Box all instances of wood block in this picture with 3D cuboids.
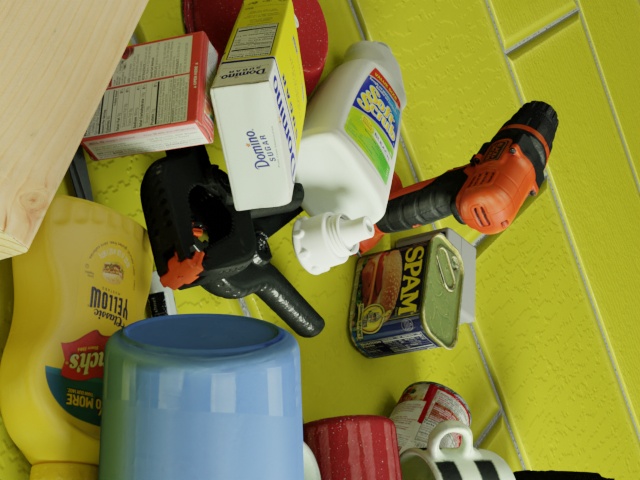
[{"bbox_3d":[-0.185,-0.096,0.615,0.090,0.090,0.206,42,52,-35],"label":"wood block"}]

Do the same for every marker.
[{"bbox_3d":[-0.104,0.080,0.745,0.020,0.020,0.121,-5,82,-55],"label":"marker"}]

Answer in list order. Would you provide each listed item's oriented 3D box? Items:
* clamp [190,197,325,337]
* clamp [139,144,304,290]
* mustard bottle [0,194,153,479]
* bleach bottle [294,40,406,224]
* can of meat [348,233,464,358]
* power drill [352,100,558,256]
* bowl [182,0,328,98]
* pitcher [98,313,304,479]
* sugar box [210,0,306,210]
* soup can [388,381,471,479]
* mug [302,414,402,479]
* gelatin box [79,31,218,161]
[{"bbox_3d":[-0.055,0.001,0.828,0.171,0.039,0.120,30,43,-50],"label":"clamp"},{"bbox_3d":[-0.085,-0.042,0.746,0.164,0.036,0.210,46,26,-15],"label":"clamp"},{"bbox_3d":[-0.149,0.075,0.649,0.096,0.058,0.191,30,55,-52],"label":"mustard bottle"},{"bbox_3d":[0.030,-0.115,0.953,0.102,0.068,0.250,52,31,-25],"label":"bleach bottle"},{"bbox_3d":[0.076,0.052,0.953,0.057,0.084,0.102,41,47,-39],"label":"can of meat"},{"bbox_3d":[0.113,-0.056,0.954,0.057,0.188,0.184,61,39,-18],"label":"power drill"},{"bbox_3d":[-0.042,-0.177,0.897,0.161,0.055,0.162,24,59,-48],"label":"bowl"},{"bbox_3d":[-0.066,0.167,0.617,0.144,0.149,0.243,-4,100,-32],"label":"pitcher"},{"bbox_3d":[-0.040,-0.104,0.766,0.176,0.048,0.093,-89,171,-59],"label":"sugar box"},{"bbox_3d":[0.085,0.181,0.933,0.068,0.069,0.102,61,37,-20],"label":"soup can"},{"bbox_3d":[0.024,0.186,0.837,0.117,0.093,0.081,64,19,-68],"label":"mug"},{"bbox_3d":[-0.114,-0.095,0.712,0.030,0.089,0.073,56,30,-57],"label":"gelatin box"}]
